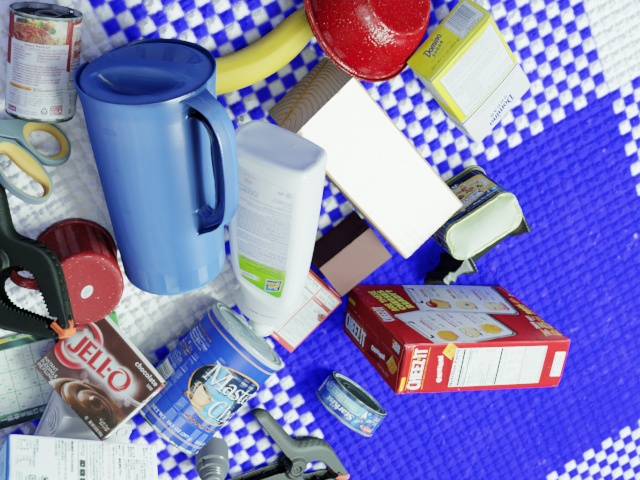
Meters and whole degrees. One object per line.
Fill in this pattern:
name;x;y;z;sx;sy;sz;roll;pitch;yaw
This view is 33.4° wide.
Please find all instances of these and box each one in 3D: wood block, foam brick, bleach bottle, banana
wood block;0.050;-0.088;1.164;0.091;0.090;0.206;-44;120;2
foam brick;0.032;0.016;1.225;0.078;0.053;0.051;-38;121;-1
bleach bottle;-0.057;0.001;1.126;0.068;0.103;0.251;-49;157;-45
banana;-0.085;-0.190;1.096;0.197;0.037;0.069;-16;120;-14

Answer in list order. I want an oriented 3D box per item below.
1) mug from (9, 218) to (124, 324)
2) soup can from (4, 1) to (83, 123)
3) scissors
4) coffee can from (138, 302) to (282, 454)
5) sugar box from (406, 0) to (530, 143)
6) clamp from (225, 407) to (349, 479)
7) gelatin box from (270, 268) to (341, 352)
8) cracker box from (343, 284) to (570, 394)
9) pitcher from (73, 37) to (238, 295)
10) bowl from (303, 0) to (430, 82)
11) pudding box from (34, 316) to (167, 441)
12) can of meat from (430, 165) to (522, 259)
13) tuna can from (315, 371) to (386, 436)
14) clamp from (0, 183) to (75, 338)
mug;-0.261;0.034;1.104;0.117;0.082;0.093;3;112;-22
soup can;-0.265;-0.170;1.018;0.068;0.068;0.102;1;113;-22
scissors;-0.322;-0.125;1.039;0.201;0.016;0.096;52;49;-9
coffee can;-0.127;0.154;1.198;0.140;0.103;0.102;-46;121;3
sugar box;0.163;-0.179;1.148;0.093;0.048;0.176;-48;154;3
clamp;-0.045;0.284;1.326;0.171;0.039;0.120;29;102;-29
gelatin box;-0.031;0.075;1.242;0.089;0.030;0.073;-45;119;3
cracker box;0.155;0.113;1.253;0.213;0.164;0.072;0;111;-22
pitcher;-0.151;-0.063;1.054;0.145;0.149;0.243;-5;126;-3
bowl;0.059;-0.243;1.071;0.161;0.055;0.162;7;78;-39
pudding box;-0.234;0.142;1.141;0.090;0.039;0.113;-43;87;0
can of meat;0.172;-0.031;1.240;0.102;0.084;0.057;-33;120;-5
tuna can;0.038;0.197;1.291;0.086;0.086;0.034;34;96;-30
clamp;-0.314;0.012;1.047;0.210;0.036;0.164;36;94;7
